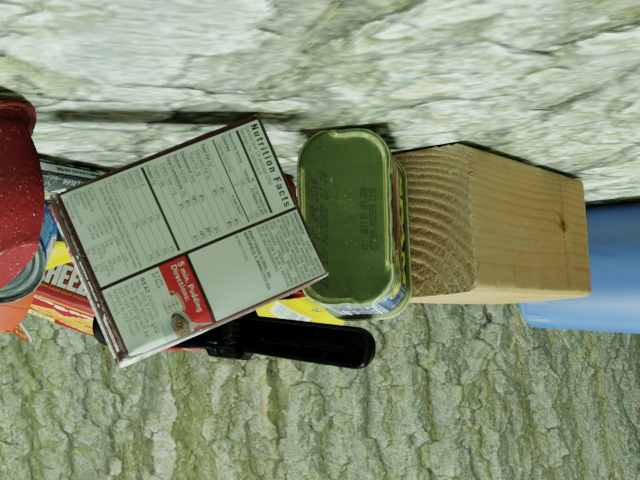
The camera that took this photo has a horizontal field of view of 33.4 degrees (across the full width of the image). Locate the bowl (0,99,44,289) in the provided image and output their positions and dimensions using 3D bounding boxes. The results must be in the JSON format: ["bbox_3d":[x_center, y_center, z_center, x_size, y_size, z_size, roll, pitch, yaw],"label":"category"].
[{"bbox_3d":[-0.181,0.007,0.480,0.162,0.055,0.162,-37,179,-1],"label":"bowl"}]

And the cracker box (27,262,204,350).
[{"bbox_3d":[-0.194,0.049,0.973,0.164,0.072,0.214,21,168,-17],"label":"cracker box"}]

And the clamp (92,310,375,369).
[{"bbox_3d":[-0.068,0.059,0.702,0.164,0.036,0.210,7,176,-13],"label":"clamp"}]

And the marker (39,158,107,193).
[{"bbox_3d":[-0.149,-0.036,0.640,0.020,0.020,0.121,-6,174,28],"label":"marker"}]

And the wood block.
[{"bbox_3d":[0.107,-0.004,0.731,0.090,0.091,0.205,-7,173,33],"label":"wood block"}]

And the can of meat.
[{"bbox_3d":[0.019,-0.008,0.604,0.057,0.102,0.084,-3,172,9],"label":"can of meat"}]

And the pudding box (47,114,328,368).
[{"bbox_3d":[-0.064,0.000,0.526,0.113,0.090,0.039,-23,178,-19],"label":"pudding box"}]
